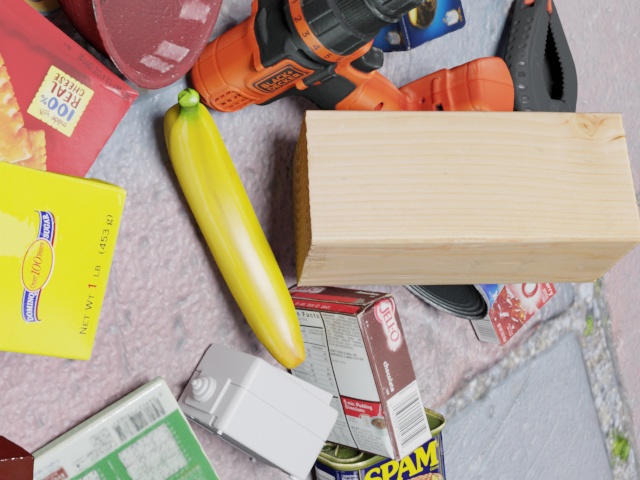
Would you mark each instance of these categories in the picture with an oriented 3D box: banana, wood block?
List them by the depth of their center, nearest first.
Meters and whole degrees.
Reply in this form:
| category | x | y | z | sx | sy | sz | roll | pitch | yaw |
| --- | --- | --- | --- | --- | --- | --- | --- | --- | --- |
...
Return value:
| category | x | y | z | sx | sy | sz | roll | pitch | yaw |
| --- | --- | --- | --- | --- | --- | --- | --- | --- | --- |
| banana | -0.058 | -0.010 | 0.674 | 0.037 | 0.069 | 0.198 | -22 | 114 | 1 |
| wood block | 0.088 | -0.026 | 0.697 | 0.206 | 0.090 | 0.091 | -1 | 69 | -8 |

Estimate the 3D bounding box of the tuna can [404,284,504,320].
| category | x | y | z | sx | sy | sz | roll | pitch | yaw |
| --- | --- | --- | --- | --- | --- | --- | --- | --- | --- |
| tuna can | 0.092 | 0.019 | 0.775 | 0.086 | 0.086 | 0.033 | 48 | 66 | -30 |

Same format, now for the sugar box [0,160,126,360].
| category | x | y | z | sx | sy | sz | roll | pitch | yaw |
| --- | --- | --- | --- | --- | --- | --- | --- | --- | --- |
| sugar box | -0.186 | 0.000 | 0.503 | 0.175 | 0.048 | 0.093 | 11 | 91 | -39 |

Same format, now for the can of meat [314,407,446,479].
| category | x | y | z | sx | sy | sz | roll | pitch | yaw |
| --- | --- | --- | --- | --- | --- | --- | --- | --- | --- |
| can of meat | 0.046 | 0.178 | 0.778 | 0.101 | 0.058 | 0.084 | -17 | 108 | -33 |

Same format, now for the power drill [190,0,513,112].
| category | x | y | z | sx | sy | sz | roll | pitch | yaw |
| --- | --- | --- | --- | --- | --- | --- | --- | --- | --- |
| power drill | 0.040 | -0.112 | 0.675 | 0.187 | 0.185 | 0.057 | 19 | 62 | -43 |

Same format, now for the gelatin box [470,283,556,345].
| category | x | y | z | sx | sy | sz | roll | pitch | yaw |
| --- | --- | --- | --- | --- | --- | --- | --- | --- | --- |
| gelatin box | 0.143 | 0.027 | 0.849 | 0.073 | 0.030 | 0.089 | -40 | 117 | -27 |

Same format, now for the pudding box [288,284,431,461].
| category | x | y | z | sx | sy | sz | roll | pitch | yaw |
| --- | --- | --- | --- | --- | --- | --- | --- | --- | --- |
| pudding box | 0.020 | 0.087 | 0.725 | 0.039 | 0.090 | 0.113 | -28 | 111 | -37 |

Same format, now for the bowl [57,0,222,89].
| category | x | y | z | sx | sy | sz | roll | pitch | yaw |
| --- | --- | --- | --- | --- | --- | --- | --- | --- | --- |
| bowl | -0.107 | -0.169 | 0.599 | 0.162 | 0.055 | 0.162 | 12 | 90 | -72 |

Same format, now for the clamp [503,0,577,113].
| category | x | y | z | sx | sy | sz | roll | pitch | yaw |
| --- | --- | --- | --- | --- | --- | --- | --- | --- | --- |
| clamp | 0.183 | -0.091 | 0.851 | 0.164 | 0.036 | 0.210 | 5 | 82 | -52 |

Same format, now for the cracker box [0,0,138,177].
| category | x | y | z | sx | sy | sz | roll | pitch | yaw |
| --- | --- | --- | --- | --- | --- | --- | --- | --- | --- |
| cracker box | -0.220 | -0.040 | 0.546 | 0.164 | 0.072 | 0.213 | 40 | 73 | -32 |
